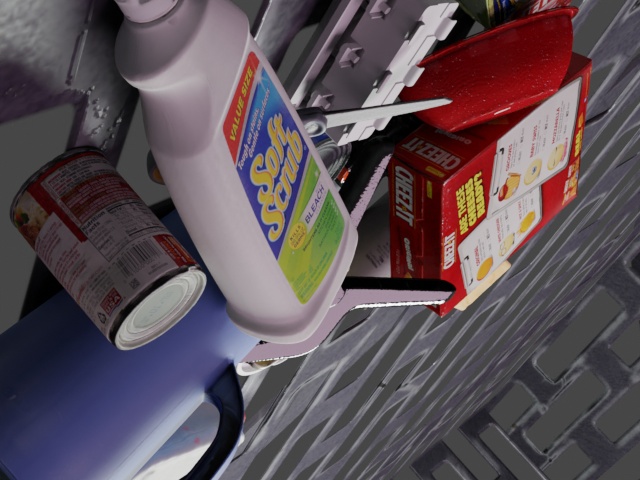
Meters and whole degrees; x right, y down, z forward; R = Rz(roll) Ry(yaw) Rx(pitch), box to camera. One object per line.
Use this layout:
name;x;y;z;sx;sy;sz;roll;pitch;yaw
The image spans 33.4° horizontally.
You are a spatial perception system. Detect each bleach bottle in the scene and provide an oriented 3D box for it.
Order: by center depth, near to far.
bleach bottle;-0.053;-0.048;0.600;0.102;0.068;0.250;-62;146;-26

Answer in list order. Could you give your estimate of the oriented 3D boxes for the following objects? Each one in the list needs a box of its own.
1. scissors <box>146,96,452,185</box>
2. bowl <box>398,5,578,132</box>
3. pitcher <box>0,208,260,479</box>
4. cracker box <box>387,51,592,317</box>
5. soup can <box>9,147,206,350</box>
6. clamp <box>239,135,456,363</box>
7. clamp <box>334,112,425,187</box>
scissors;-0.017;-0.083;0.665;0.202;0.016;0.096;-19;148;2
bowl;0.133;-0.126;0.837;0.162;0.055;0.162;-20;180;0
pitcher;-0.124;0.085;0.707;0.242;0.149;0.145;-42;-153;-29
cracker box;0.152;-0.059;0.961;0.213;0.072;0.164;-38;142;-29
soup can;-0.123;0.005;0.619;0.068;0.102;0.068;-38;162;-15
clamp;0.009;0.038;0.853;0.210;0.036;0.164;-39;121;-7
clamp;0.057;-0.075;0.927;0.171;0.039;0.120;-27;147;-40
